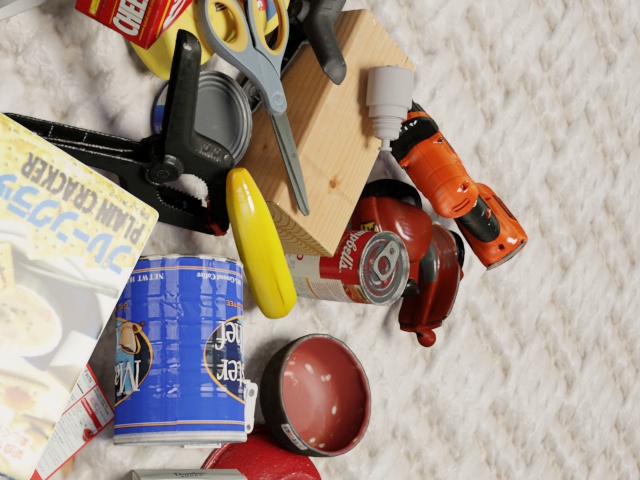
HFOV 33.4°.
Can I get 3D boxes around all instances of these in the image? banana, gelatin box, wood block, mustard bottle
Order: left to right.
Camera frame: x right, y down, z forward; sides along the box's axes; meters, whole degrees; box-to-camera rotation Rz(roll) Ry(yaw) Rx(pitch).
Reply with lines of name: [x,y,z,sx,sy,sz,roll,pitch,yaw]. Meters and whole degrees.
gelatin box: [-0.207,0.131,0.811,0.089,0.030,0.073,-43,120,-36]
mustard bottle: [-0.080,-0.211,0.901,0.191,0.058,0.096,-35,102,-40]
banana: [-0.049,0.018,0.899,0.037,0.070,0.198,-22,150,-5]
wood block: [-0.005,-0.098,0.965,0.090,0.090,0.206,43,62,-40]

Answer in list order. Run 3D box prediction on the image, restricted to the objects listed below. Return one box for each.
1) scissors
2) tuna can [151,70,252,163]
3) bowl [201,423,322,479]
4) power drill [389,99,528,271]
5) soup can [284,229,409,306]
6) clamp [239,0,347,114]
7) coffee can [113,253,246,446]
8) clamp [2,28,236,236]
scissors: [-0.053,-0.120,0.860,0.096,0.016,0.202,0,84,-41]
tuna can: [-0.100,-0.100,0.905,0.085,0.034,0.086,-3,95,-46]
bowl: [-0.044,0.251,0.969,0.161,0.055,0.162,-4,95,-45]
power drill: [0.127,-0.062,1.075,0.057,0.184,0.187,-37,139,13]
soup can: [0.022,0.023,0.990,0.068,0.102,0.068,-4,95,-46]
clamp: [-0.023,-0.187,0.952,0.039,0.120,0.171,46,40,-41]
coffee can: [-0.110,0.088,0.837,0.102,0.103,0.140,11,72,-46]
clamp: [-0.136,-0.064,0.833,0.210,0.164,0.036,62,13,-52]
